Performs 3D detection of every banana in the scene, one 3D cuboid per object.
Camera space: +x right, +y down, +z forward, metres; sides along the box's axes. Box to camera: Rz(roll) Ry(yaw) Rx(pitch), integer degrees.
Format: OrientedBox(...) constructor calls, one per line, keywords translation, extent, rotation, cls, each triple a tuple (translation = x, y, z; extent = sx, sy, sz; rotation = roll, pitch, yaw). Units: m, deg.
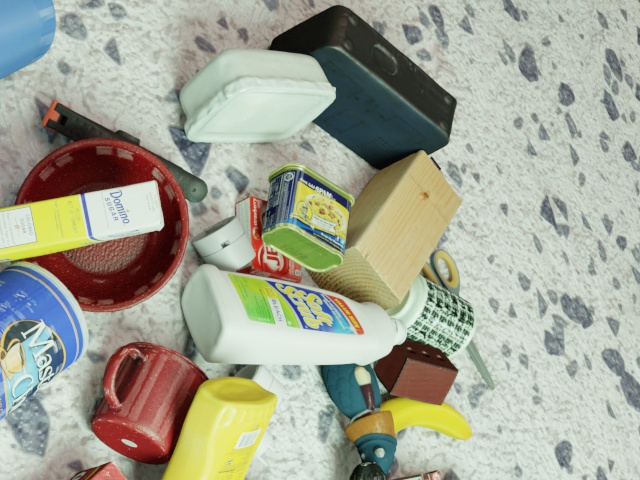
OrientedBox(translation=(0.111, 0.217, 1.266), extent=(0.197, 0.037, 0.069), rotation=(-3, 90, -45), cls="banana")

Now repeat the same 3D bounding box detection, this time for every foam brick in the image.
OrientedBox(translation=(0.113, 0.154, 1.257), extent=(0.078, 0.051, 0.053), rotation=(17, 17, -28), cls="foam brick")

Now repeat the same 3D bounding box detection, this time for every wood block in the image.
OrientedBox(translation=(0.081, -0.007, 1.294), extent=(0.091, 0.090, 0.205), rotation=(51, 45, -14), cls="wood block")

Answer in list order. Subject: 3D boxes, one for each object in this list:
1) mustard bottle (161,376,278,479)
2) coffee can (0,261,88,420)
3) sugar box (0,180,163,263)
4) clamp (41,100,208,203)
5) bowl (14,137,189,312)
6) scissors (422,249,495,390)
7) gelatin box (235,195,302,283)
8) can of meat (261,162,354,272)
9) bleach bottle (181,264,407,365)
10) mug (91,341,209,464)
OrientedBox(translation=(-0.107, 0.220, 0.968), extent=(0.096, 0.058, 0.192), rotation=(3, 112, -63), cls="mustard bottle")
OrientedBox(translation=(-0.277, 0.095, 0.882), extent=(0.103, 0.103, 0.140), rotation=(58, 43, -9), cls="coffee can")
OrientedBox(translation=(-0.226, -0.013, 0.925), extent=(0.176, 0.093, 0.048), rotation=(-9, 89, -10), cls="sugar box")
OrientedBox(translation=(-0.195, -0.089, 1.072), extent=(0.171, 0.120, 0.039), rotation=(30, 84, -14), cls="clamp")
OrientedBox(translation=(-0.205, -0.013, 1.005), extent=(0.162, 0.055, 0.162), rotation=(0, 87, -10), cls="bowl")
OrientedBox(translation=(0.186, 0.094, 1.407), extent=(0.201, 0.016, 0.096), rotation=(51, 44, -16), cls="scissors")
OrientedBox(translation=(-0.058, 0.002, 1.195), extent=(0.073, 0.030, 0.089), rotation=(16, 61, -40), cls="gelatin box")
OrientedBox(translation=(-0.015, -0.024, 1.184), extent=(0.102, 0.058, 0.084), rotation=(30, 51, -31), cls="can of meat")
OrientedBox(translation=(-0.016, 0.085, 1.133), extent=(0.250, 0.068, 0.103), rotation=(6, 41, -35), cls="bleach bottle")
OrientedBox(translation=(-0.162, 0.145, 0.977), extent=(0.081, 0.093, 0.117), rotation=(-66, 147, -34), cls="mug")
